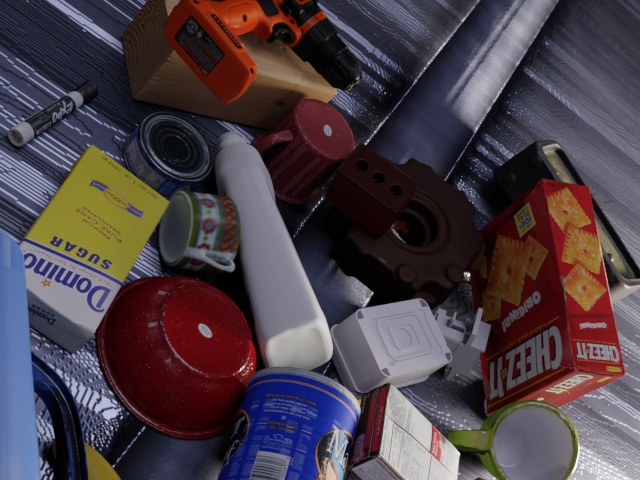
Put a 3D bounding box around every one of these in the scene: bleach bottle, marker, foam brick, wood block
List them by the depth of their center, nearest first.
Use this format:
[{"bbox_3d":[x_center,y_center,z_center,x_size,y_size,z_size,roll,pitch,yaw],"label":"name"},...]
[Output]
[{"bbox_3d":[-0.250,-0.122,1.012,0.020,0.020,0.121,46,40,-4],"label":"marker"},{"bbox_3d":[-0.057,0.001,1.046,0.068,0.102,0.251,-17,58,-4],"label":"bleach bottle"},{"bbox_3d":[0.053,-0.052,1.118,0.078,0.051,0.053,36,54,5],"label":"foam brick"},{"bbox_3d":[-0.097,-0.189,1.146,0.205,0.091,0.090,9,55,-38],"label":"wood block"}]

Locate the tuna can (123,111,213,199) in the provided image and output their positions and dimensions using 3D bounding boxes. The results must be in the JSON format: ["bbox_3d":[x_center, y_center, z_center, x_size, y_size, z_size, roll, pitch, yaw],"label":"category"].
[{"bbox_3d":[-0.150,-0.085,1.061,0.086,0.034,0.086,23,47,-28],"label":"tuna can"}]

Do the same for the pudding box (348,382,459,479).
[{"bbox_3d":[0.077,0.197,0.955,0.113,0.039,0.090,45,34,-21],"label":"pudding box"}]

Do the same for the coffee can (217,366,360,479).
[{"bbox_3d":[-0.031,0.192,0.892,0.102,0.103,0.140,32,51,-19],"label":"coffee can"}]

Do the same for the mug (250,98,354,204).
[{"bbox_3d":[-0.026,-0.099,1.146,0.117,0.082,0.093,-1,61,-42],"label":"mug"}]

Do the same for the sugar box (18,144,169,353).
[{"bbox_3d":[-0.208,0.004,0.933,0.093,0.048,0.176,36,41,-15],"label":"sugar box"}]

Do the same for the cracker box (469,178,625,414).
[{"bbox_3d":[0.232,0.066,1.146,0.072,0.164,0.213,8,62,-22],"label":"cracker box"}]

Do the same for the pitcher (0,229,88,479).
[{"bbox_3d":[-0.254,0.110,0.755,0.145,0.149,0.243,-11,56,0],"label":"pitcher"}]

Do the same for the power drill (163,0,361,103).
[{"bbox_3d":[-0.056,-0.204,1.080,0.184,0.057,0.187,47,38,1],"label":"power drill"}]

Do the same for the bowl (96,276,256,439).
[{"bbox_3d":[-0.113,0.091,0.945,0.161,0.055,0.162,23,47,-27],"label":"bowl"}]
